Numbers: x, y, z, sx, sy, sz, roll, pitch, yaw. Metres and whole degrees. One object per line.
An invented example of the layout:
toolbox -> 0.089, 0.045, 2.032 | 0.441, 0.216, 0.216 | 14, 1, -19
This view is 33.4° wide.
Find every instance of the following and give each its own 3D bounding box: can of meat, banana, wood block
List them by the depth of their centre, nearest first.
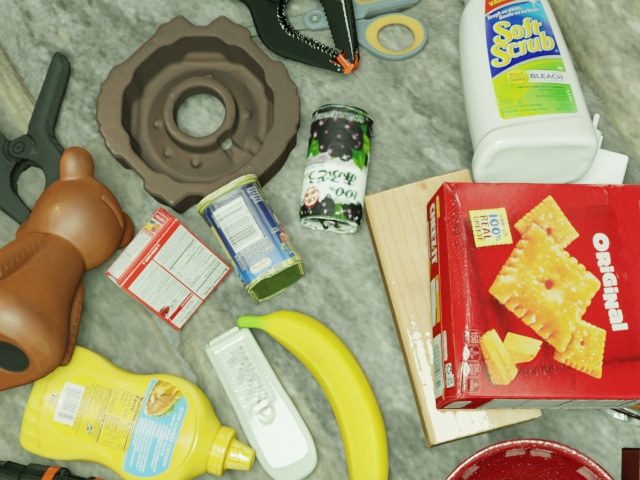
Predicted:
wood block -> 0.105, 0.059, 0.881 | 0.090, 0.091, 0.206 | -15, 77, 1
banana -> 0.010, 0.131, 0.898 | 0.069, 0.037, 0.198 | -33, 80, -10
can of meat -> -0.056, 0.001, 0.900 | 0.057, 0.102, 0.084 | -30, 79, -3

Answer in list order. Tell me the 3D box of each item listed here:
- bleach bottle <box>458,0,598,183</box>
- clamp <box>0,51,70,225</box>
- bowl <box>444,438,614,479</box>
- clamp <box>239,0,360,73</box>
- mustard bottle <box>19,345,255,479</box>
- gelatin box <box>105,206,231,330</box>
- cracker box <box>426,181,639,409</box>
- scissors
bleach bottle -> 0.157, -0.162, 0.912 | 0.102, 0.068, 0.251 | -4, 57, -7
clamp -> -0.280, -0.083, 0.966 | 0.120, 0.039, 0.171 | -9, 77, 4
bowl -> 0.158, 0.233, 0.816 | 0.162, 0.055, 0.162 | -1, 80, 4
clamp -> -0.046, -0.227, 0.957 | 0.165, 0.036, 0.210 | -33, 94, 21
mustard bottle -> -0.147, 0.156, 0.893 | 0.192, 0.058, 0.096 | 16, 78, 9
gelatin box -> -0.128, 0.026, 0.908 | 0.073, 0.089, 0.030 | -51, 48, -7
cracker box -> 0.192, 0.042, 0.803 | 0.213, 0.072, 0.164 | 1, 75, -6
scissors -> 0.010, -0.188, 0.980 | 0.202, 0.016, 0.096 | -23, 82, 5
